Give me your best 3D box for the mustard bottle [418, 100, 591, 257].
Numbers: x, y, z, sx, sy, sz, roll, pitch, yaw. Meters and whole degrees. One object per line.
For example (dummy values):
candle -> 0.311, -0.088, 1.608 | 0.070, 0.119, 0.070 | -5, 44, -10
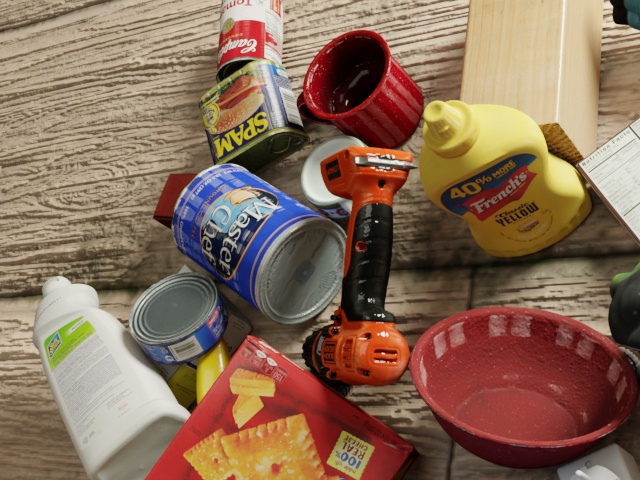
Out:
mustard bottle -> 0.130, -0.053, 0.812 | 0.096, 0.191, 0.058 | -26, 54, 23

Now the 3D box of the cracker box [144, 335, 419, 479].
cracker box -> -0.049, 0.207, 0.840 | 0.164, 0.072, 0.213 | 33, 81, 17

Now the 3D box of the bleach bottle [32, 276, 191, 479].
bleach bottle -> -0.206, 0.113, 0.995 | 0.102, 0.068, 0.251 | -39, 46, 1

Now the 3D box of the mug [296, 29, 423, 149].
mug -> 0.034, -0.132, 0.996 | 0.117, 0.081, 0.093 | -14, 59, 30

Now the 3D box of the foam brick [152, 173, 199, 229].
foam brick -> -0.118, -0.033, 1.075 | 0.078, 0.053, 0.051 | 4, 70, 36

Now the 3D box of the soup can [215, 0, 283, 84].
soup can -> -0.074, -0.210, 1.124 | 0.069, 0.068, 0.102 | -17, 57, 28

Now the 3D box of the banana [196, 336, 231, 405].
banana -> -0.066, 0.171, 0.931 | 0.069, 0.037, 0.198 | -39, 61, 1

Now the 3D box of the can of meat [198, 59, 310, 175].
can of meat -> -0.069, -0.119, 1.063 | 0.102, 0.057, 0.084 | -28, 68, 30

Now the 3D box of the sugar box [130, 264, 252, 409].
sugar box -> -0.151, 0.119, 1.025 | 0.176, 0.048, 0.093 | -49, 49, 0

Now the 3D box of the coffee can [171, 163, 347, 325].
coffee can -> -0.056, 0.001, 0.978 | 0.140, 0.102, 0.103 | 32, 88, 42

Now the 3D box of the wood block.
wood block -> 0.180, -0.161, 0.900 | 0.090, 0.090, 0.206 | -7, 63, 33

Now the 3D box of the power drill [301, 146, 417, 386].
power drill -> 0.027, 0.024, 0.865 | 0.185, 0.057, 0.187 | 166, 106, -72

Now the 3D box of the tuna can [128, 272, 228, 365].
tuna can -> -0.127, 0.071, 0.965 | 0.086, 0.033, 0.086 | -14, 41, 12

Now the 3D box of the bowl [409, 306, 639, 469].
bowl -> 0.144, 0.115, 0.775 | 0.162, 0.055, 0.162 | 0, 31, 0
